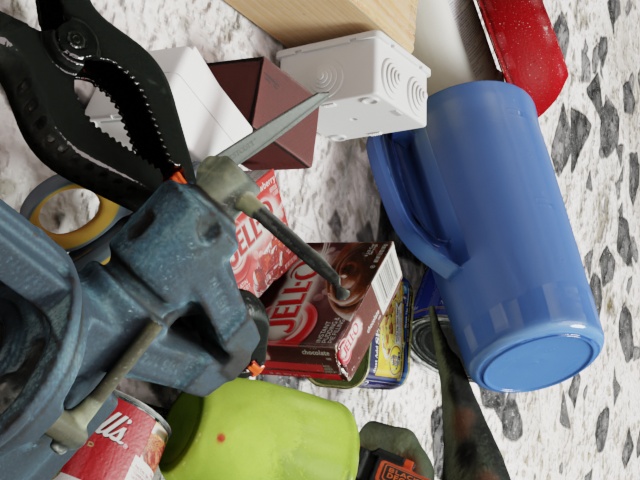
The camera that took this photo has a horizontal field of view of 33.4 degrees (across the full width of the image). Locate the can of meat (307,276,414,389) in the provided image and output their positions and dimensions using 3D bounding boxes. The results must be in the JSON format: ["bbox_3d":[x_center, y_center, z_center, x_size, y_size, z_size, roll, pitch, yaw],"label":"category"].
[{"bbox_3d":[0.034,0.069,0.852,0.083,0.058,0.102,19,74,-59],"label":"can of meat"}]

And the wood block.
[{"bbox_3d":[-0.016,-0.205,0.744,0.205,0.091,0.090,26,67,-55],"label":"wood block"}]

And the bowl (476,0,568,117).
[{"bbox_3d":[0.188,-0.184,0.985,0.162,0.055,0.162,-21,90,-76],"label":"bowl"}]

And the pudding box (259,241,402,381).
[{"bbox_3d":[-0.002,0.048,0.763,0.113,0.090,0.039,-56,136,-43],"label":"pudding box"}]

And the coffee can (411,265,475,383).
[{"bbox_3d":[0.144,0.045,0.985,0.102,0.103,0.140,57,44,-40],"label":"coffee can"}]

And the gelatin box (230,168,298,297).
[{"bbox_3d":[-0.055,0.001,0.733,0.089,0.030,0.073,-43,125,-50],"label":"gelatin box"}]

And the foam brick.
[{"bbox_3d":[-0.043,-0.086,0.735,0.078,0.051,0.053,32,62,-54],"label":"foam brick"}]

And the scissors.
[{"bbox_3d":[-0.087,-0.041,0.600,0.201,0.016,0.096,-47,131,-5],"label":"scissors"}]

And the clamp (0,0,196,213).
[{"bbox_3d":[-0.142,-0.094,0.537,0.210,0.036,0.164,57,42,-7],"label":"clamp"}]

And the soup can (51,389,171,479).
[{"bbox_3d":[-0.131,0.136,0.572,0.068,0.069,0.102,55,46,-42],"label":"soup can"}]

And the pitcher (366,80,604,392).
[{"bbox_3d":[0.136,-0.004,0.875,0.145,0.149,0.243,64,12,-55],"label":"pitcher"}]

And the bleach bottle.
[{"bbox_3d":[0.097,-0.233,0.956,0.251,0.068,0.102,69,29,-23],"label":"bleach bottle"}]
